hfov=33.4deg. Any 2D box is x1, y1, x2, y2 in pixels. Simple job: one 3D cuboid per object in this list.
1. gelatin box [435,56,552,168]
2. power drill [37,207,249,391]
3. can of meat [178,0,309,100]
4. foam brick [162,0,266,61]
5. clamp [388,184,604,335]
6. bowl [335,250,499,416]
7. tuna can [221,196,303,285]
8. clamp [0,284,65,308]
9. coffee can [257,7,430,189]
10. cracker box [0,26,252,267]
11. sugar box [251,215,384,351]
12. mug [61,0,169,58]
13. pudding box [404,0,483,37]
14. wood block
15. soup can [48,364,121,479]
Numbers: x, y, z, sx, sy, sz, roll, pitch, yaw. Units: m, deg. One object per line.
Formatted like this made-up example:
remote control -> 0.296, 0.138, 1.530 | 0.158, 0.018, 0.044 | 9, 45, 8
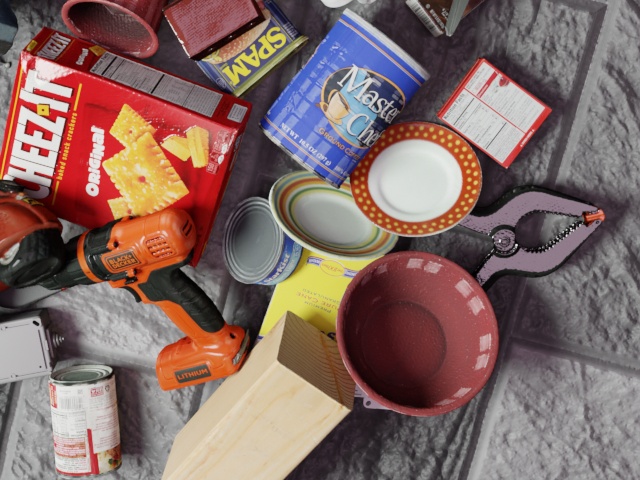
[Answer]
gelatin box -> 0.171, -0.127, 1.058 | 0.089, 0.030, 0.073 | 36, 99, -5
power drill -> -0.170, 0.063, 1.045 | 0.185, 0.057, 0.187 | -15, 123, 27
can of meat -> -0.076, -0.195, 1.038 | 0.102, 0.057, 0.084 | -39, 94, 6
foam brick -> -0.097, -0.208, 0.983 | 0.078, 0.053, 0.051 | -30, 93, 7
clamp -> 0.181, 0.009, 1.077 | 0.210, 0.036, 0.164 | -9, 101, 6
bowl -> 0.089, 0.094, 1.038 | 0.162, 0.055, 0.162 | 3, 72, -10
tuna can -> -0.057, 0.001, 1.057 | 0.086, 0.033, 0.086 | -7, 79, 41
clamp -> -0.343, 0.033, 1.088 | 0.171, 0.039, 0.120 | 22, 99, 1
coffee can -> 0.022, -0.135, 1.022 | 0.103, 0.103, 0.140 | 38, 98, -5
cracker box -> -0.191, -0.086, 1.024 | 0.213, 0.072, 0.164 | 20, 122, -3
sugar box -> -0.005, 0.067, 1.085 | 0.093, 0.048, 0.176 | 19, 98, -2
mug -> -0.184, -0.225, 1.007 | 0.093, 0.117, 0.081 | 15, 68, 3
pudding box -> 0.112, -0.266, 1.024 | 0.090, 0.039, 0.113 | -40, 98, -6
wood block -> -0.061, 0.181, 1.049 | 0.090, 0.090, 0.206 | 35, 116, -12
soup can -> -0.242, 0.185, 1.097 | 0.068, 0.068, 0.102 | -3, 99, 1
